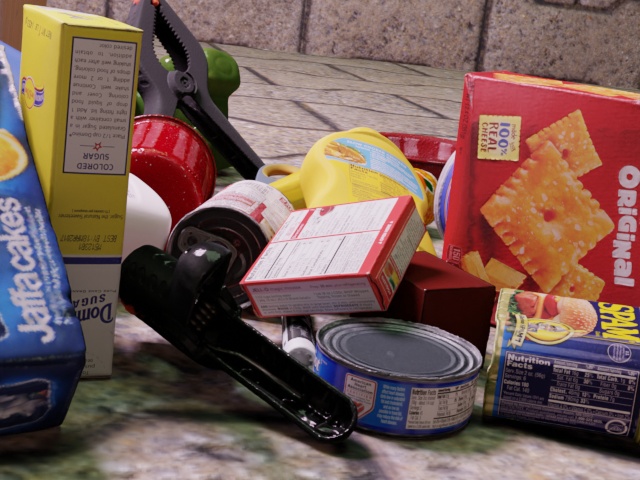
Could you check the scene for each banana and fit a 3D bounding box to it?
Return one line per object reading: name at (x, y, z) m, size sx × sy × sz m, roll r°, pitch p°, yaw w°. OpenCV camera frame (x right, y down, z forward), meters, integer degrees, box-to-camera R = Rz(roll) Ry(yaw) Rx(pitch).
banana at (-0.029, -0.039, 0.885) m, size 0.037 × 0.070 × 0.197 m, roll 43°, pitch 31°, yaw 10°

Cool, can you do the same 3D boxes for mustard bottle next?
mustard bottle at (0.031, -0.030, 0.762) m, size 0.096 × 0.058 × 0.191 m, roll 21°, pitch 31°, yaw -13°

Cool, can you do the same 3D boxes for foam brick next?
foam brick at (0.059, 0.041, 0.632) m, size 0.051 × 0.053 × 0.078 m, roll 0°, pitch 17°, yaw -28°

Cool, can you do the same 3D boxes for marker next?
marker at (-0.014, 0.050, 0.626) m, size 0.020 × 0.020 × 0.121 m, roll 6°, pitch 14°, yaw -5°

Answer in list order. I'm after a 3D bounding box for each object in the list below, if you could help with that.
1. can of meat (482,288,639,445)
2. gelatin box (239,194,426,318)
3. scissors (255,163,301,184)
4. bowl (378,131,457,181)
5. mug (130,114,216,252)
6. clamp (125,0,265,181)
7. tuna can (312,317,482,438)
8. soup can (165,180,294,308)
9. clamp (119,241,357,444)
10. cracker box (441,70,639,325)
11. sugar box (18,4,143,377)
can of meat at (0.134, 0.064, 0.573) m, size 0.084 × 0.057 × 0.102 m, roll 8°, pitch 14°, yaw 11°
gelatin box at (0.008, 0.010, 0.617) m, size 0.089 × 0.030 × 0.073 m, roll -7°, pitch 34°, yaw 33°
scissors at (-0.071, -0.045, 0.961) m, size 0.201 × 0.016 × 0.096 m, roll -1°, pitch 28°, yaw -29°
bowl at (0.101, -0.070, 1.083) m, size 0.162 × 0.055 × 0.162 m, roll 7°, pitch 14°, yaw -2°
mug at (-0.135, -0.033, 0.780) m, size 0.117 × 0.093 × 0.081 m, roll -23°, pitch 19°, yaw 5°
clamp at (-0.140, -0.133, 0.984) m, size 0.036 × 0.210 × 0.164 m, roll -25°, pitch -4°, yaw 40°
tuna can at (0.038, 0.069, 0.548) m, size 0.086 × 0.034 × 0.086 m, roll 7°, pitch 14°, yaw -2°
soup can at (-0.055, 0.001, 0.701) m, size 0.068 × 0.068 × 0.102 m, roll 9°, pitch 14°, yaw 7°
clamp at (-0.061, 0.033, 0.525) m, size 0.039 × 0.120 × 0.172 m, roll -43°, pitch 36°, yaw -23°
cracker box at (0.186, -0.011, 0.674) m, size 0.214 × 0.164 × 0.071 m, roll 17°, pitch 18°, yaw 33°
sugar box at (-0.131, -0.027, 0.548) m, size 0.048 × 0.176 × 0.093 m, roll 3°, pitch 14°, yaw -27°
